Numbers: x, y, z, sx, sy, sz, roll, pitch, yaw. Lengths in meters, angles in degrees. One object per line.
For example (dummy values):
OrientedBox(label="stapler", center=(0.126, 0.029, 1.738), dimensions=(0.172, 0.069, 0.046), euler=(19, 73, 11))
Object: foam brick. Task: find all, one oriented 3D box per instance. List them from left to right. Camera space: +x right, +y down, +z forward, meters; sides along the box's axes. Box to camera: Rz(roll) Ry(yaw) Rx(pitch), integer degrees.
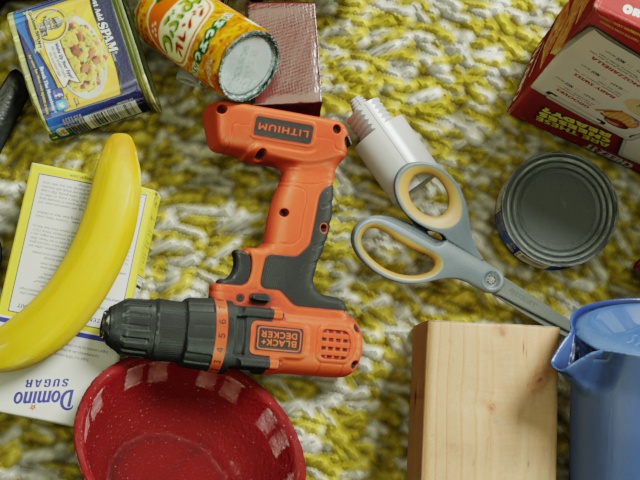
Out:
OrientedBox(label="foam brick", center=(-0.027, -0.131, 0.788), dimensions=(0.051, 0.053, 0.078), euler=(-4, 84, -2))

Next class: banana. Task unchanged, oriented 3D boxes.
OrientedBox(label="banana", center=(-0.173, 0.020, 0.723), dimensions=(0.069, 0.037, 0.198), euler=(39, 84, -1))

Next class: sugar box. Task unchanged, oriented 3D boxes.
OrientedBox(label="sugar box", center=(-0.178, 0.041, 0.764), dimensions=(0.093, 0.048, 0.176), euler=(12, 86, -1))

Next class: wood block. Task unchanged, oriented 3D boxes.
OrientedBox(label="wood block", center=(0.107, 0.162, 0.733), dimensions=(0.090, 0.091, 0.206), euler=(3, 82, -1))

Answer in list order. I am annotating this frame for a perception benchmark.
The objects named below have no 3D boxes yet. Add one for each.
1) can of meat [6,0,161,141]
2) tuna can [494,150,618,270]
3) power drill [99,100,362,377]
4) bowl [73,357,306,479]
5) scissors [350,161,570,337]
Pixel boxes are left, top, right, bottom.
OrientedBox(label="can of meat", center=(-0.173, -0.131, 0.781), dimensions=(0.084, 0.057, 0.102), euler=(-19, 83, -2))
OrientedBox(label="tuna can", center=(0.173, -0.021, 0.788), dimensions=(0.086, 0.034, 0.086), euler=(0, 82, -2))
OrientedBox(label="power drill", center=(-0.055, 0.001, 0.753), dimensions=(0.184, 0.057, 0.187), euler=(7, 84, -18))
OrientedBox(label="bowl", center=(-0.094, 0.154, 0.722), dimensions=(0.162, 0.055, 0.162), euler=(18, 40, -16))
OrientedBox(label="scissors", center=(0.119, 0.007, 0.767), dimensions=(0.201, 0.016, 0.096), euler=(15, 89, -15))
